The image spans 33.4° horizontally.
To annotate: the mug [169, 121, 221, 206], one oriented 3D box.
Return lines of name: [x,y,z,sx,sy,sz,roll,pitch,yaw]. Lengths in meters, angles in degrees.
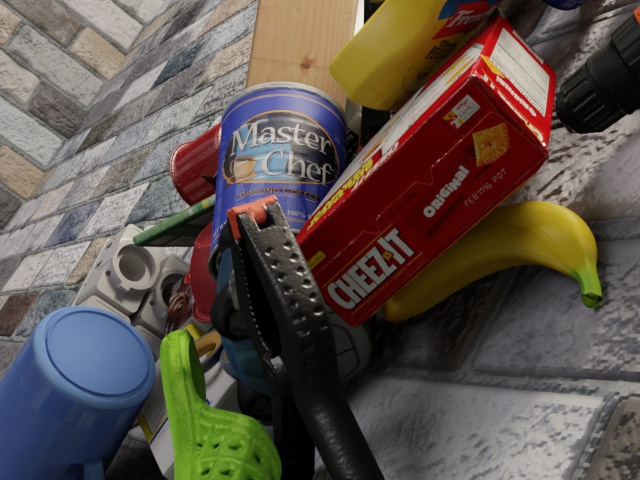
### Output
mug: [-0.102,-0.089,1.212,0.082,0.093,0.117,-28,-5,39]

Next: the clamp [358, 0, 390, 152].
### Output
clamp: [0.050,-0.158,0.962,0.039,0.120,0.171,-4,54,5]

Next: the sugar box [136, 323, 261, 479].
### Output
sugar box: [-0.105,0.137,0.894,0.093,0.048,0.176,-53,24,-2]

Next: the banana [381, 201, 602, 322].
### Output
banana: [0.103,0.012,0.657,0.198,0.037,0.069,-14,41,59]

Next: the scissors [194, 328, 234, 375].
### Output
scissors: [-0.069,0.063,0.900,0.096,0.016,0.201,-24,18,12]

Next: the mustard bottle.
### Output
mustard bottle: [0.094,-0.175,0.759,0.096,0.058,0.192,-11,-29,-53]

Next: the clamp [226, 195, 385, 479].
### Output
clamp: [-0.007,0.080,0.611,0.036,0.210,0.165,-19,18,-21]

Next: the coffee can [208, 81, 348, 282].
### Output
coffee can: [-0.030,-0.036,0.822,0.103,0.102,0.140,-34,43,41]

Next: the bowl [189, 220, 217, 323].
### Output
bowl: [-0.056,0.001,0.922,0.162,0.055,0.162,-29,18,10]

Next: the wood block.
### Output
wood block: [-0.015,-0.189,0.979,0.090,0.091,0.206,101,177,-73]

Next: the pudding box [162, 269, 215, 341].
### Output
pudding box: [-0.109,0.054,1.043,0.090,0.039,0.113,-45,22,18]

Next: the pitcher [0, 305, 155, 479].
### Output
pitcher: [-0.233,0.179,0.930,0.243,0.149,0.145,-54,9,34]

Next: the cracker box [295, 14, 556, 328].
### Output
cracker box: [0.075,-0.052,0.702,0.164,0.072,0.213,-44,6,24]
